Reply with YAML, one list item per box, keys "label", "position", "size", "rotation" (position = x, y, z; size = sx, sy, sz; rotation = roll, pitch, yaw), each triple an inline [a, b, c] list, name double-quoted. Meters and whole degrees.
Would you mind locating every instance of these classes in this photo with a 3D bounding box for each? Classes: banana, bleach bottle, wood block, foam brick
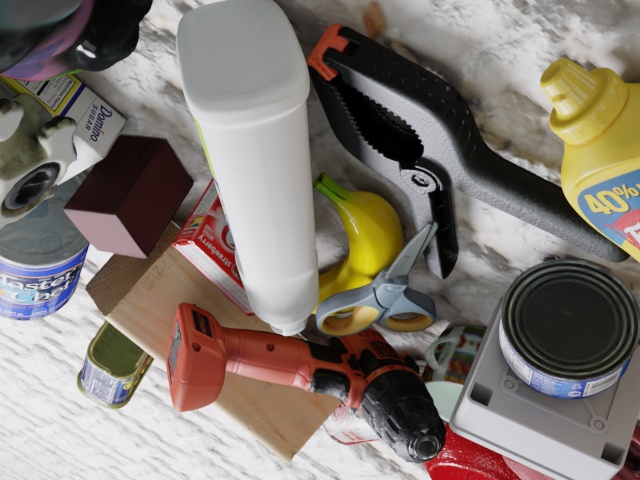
- label: "banana"
  position: [0.023, 0.013, 0.772]
  size: [0.070, 0.037, 0.198]
  rotation: [30, 152, 11]
- label: "bleach bottle"
  position: [-0.033, -0.022, 0.669]
  size: [0.068, 0.102, 0.251]
  rotation: [-13, 137, -4]
- label: "wood block"
  position: [-0.083, 0.079, 0.882]
  size: [0.206, 0.090, 0.091]
  rotation: [44, 175, -26]
- label: "foam brick"
  position: [-0.141, -0.033, 0.795]
  size: [0.053, 0.078, 0.051]
  rotation: [9, 144, 31]

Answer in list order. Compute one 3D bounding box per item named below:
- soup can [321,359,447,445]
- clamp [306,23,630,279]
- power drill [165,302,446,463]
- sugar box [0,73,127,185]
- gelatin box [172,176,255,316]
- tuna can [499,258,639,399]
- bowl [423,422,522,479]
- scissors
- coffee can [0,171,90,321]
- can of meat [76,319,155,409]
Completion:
- label: "soup can"
  position: [0.054, 0.139, 0.913]
  size: [0.068, 0.068, 0.102]
  rotation: [41, 148, -23]
- label: "clamp"
  position: [0.065, -0.044, 0.644]
  size: [0.210, 0.036, 0.165]
  rotation: [39, 152, -18]
- label: "power drill"
  position: [-0.014, 0.102, 0.774]
  size: [0.187, 0.057, 0.184]
  rotation: [12, -169, -15]
- label: "sugar box"
  position: [-0.236, -0.117, 0.777]
  size: [0.176, 0.048, 0.094]
  rotation: [39, 148, -25]
- label: "gelatin box"
  position: [-0.055, 0.001, 0.779]
  size: [0.030, 0.073, 0.089]
  rotation: [-8, 135, 47]
- label: "tuna can"
  position: [0.156, 0.056, 0.675]
  size: [0.086, 0.086, 0.034]
  rotation: [19, 151, 16]
- label: "bowl"
  position: [0.147, 0.197, 0.939]
  size: [0.162, 0.055, 0.162]
  rotation: [21, 151, 12]
- label: "scissors"
  position: [0.063, 0.031, 0.725]
  size: [0.096, 0.016, 0.202]
  rotation: [8, 155, -24]
- label: "coffee can"
  position: [-0.249, -0.001, 0.911]
  size: [0.103, 0.102, 0.140]
  rotation: [31, 151, -5]
- label: "can of meat"
  position: [-0.187, 0.101, 1.024]
  size: [0.057, 0.102, 0.084]
  rotation: [29, 149, -1]
